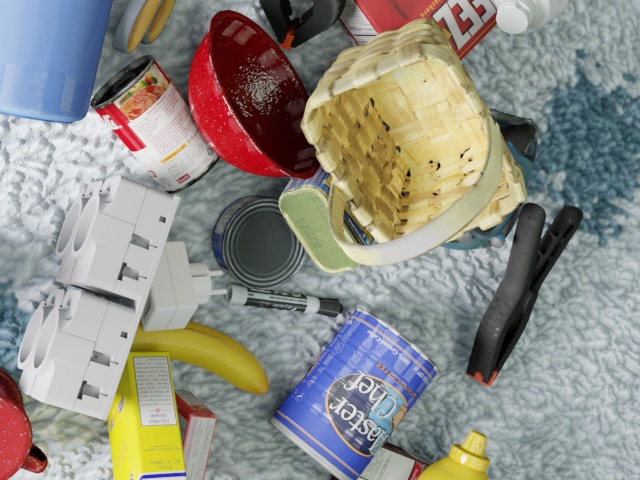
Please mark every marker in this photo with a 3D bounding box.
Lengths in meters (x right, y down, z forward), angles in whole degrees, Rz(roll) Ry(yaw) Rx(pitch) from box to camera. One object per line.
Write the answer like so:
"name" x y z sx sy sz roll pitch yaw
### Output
"marker" -0.033 0.059 1.024 0.120 0.020 0.020 9 96 -27

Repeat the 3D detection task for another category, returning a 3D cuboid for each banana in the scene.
"banana" -0.131 0.103 0.979 0.197 0.037 0.070 10 125 -24

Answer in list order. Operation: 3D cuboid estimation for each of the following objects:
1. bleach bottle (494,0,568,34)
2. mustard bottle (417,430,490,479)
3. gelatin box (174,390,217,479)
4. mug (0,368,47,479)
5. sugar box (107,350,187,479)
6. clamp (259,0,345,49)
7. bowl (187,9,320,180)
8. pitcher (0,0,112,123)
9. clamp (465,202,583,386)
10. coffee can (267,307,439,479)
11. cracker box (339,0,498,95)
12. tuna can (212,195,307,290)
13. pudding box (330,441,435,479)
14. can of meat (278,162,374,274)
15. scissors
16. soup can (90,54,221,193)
"bleach bottle" 0.207 -0.283 0.986 0.102 0.068 0.250 49 49 -26
"mustard bottle" 0.124 0.282 1.076 0.096 0.058 0.191 21 92 -33
"gelatin box" -0.126 0.190 0.974 0.030 0.073 0.089 9 96 -27
"mug" -0.278 0.162 0.891 0.117 0.082 0.093 40 82 -26
"sugar box" -0.147 0.192 0.902 0.048 0.093 0.176 3 55 -22
"clamp" -0.001 -0.230 0.911 0.120 0.171 0.039 19 56 10
"bowl" -0.065 -0.116 0.927 0.055 0.162 0.162 -26 116 24
"pitcher" -0.226 -0.220 0.823 0.149 0.144 0.243 14 99 15
"clamp" 0.200 0.051 1.091 0.164 0.036 0.210 14 103 -64
"coffee can" 0.032 0.150 1.026 0.102 0.103 0.140 43 80 -26
"cracker box" 0.079 -0.267 0.987 0.164 0.072 0.213 -46 116 -11
"tuna can" -0.057 0.001 0.994 0.086 0.034 0.086 -5 102 -25
"pudding box" 0.065 0.256 1.098 0.113 0.039 0.090 26 89 -26
"can of meat" 0.014 -0.032 0.986 0.102 0.058 0.083 56 38 -23
"scissors" -0.115 -0.242 0.887 0.016 0.096 0.202 29 88 2
"soup can" -0.139 -0.099 0.917 0.068 0.069 0.102 -44 115 -12
